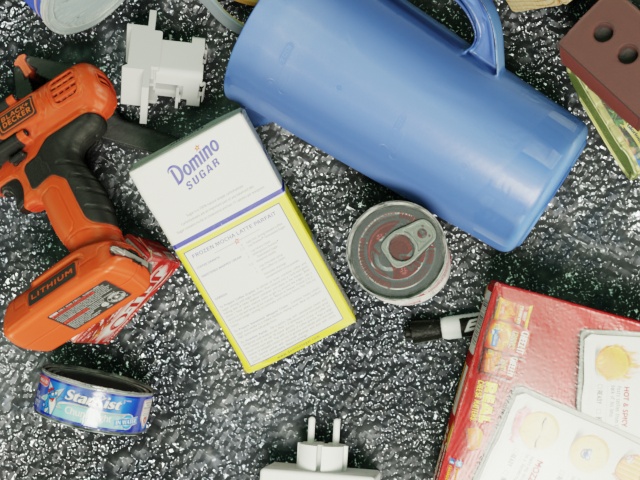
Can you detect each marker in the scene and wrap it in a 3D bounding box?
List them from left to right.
[{"bbox_3d":[0.122,0.061,0.789,0.121,0.020,0.020,-8,83,8],"label":"marker"}]

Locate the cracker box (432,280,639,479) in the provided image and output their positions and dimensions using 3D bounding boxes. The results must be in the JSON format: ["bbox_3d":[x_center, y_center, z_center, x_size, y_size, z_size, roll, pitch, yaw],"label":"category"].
[{"bbox_3d":[0.198,0.133,0.735,0.214,0.072,0.164,15,92,5],"label":"cracker box"}]

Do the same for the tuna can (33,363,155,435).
[{"bbox_3d":[-0.169,0.119,0.796,0.086,0.086,0.034,13,88,10],"label":"tuna can"}]

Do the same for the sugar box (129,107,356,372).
[{"bbox_3d":[-0.055,0.001,0.780,0.093,0.048,0.176,-27,102,4],"label":"sugar box"}]

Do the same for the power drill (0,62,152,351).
[{"bbox_3d":[-0.211,-0.018,0.775,0.184,0.057,0.188,-32,63,14],"label":"power drill"}]

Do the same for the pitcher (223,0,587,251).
[{"bbox_3d":[0.066,-0.106,0.757,0.243,0.149,0.145,33,78,7],"label":"pitcher"}]

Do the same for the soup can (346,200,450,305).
[{"bbox_3d":[0.058,0.012,0.762,0.068,0.102,0.068,-1,84,9],"label":"soup can"}]

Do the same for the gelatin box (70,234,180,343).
[{"bbox_3d":[-0.153,0.038,0.808,0.030,0.073,0.089,43,91,10],"label":"gelatin box"}]

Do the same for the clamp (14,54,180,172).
[{"bbox_3d":[-0.191,-0.073,0.843,0.171,0.039,0.120,41,87,17],"label":"clamp"}]
